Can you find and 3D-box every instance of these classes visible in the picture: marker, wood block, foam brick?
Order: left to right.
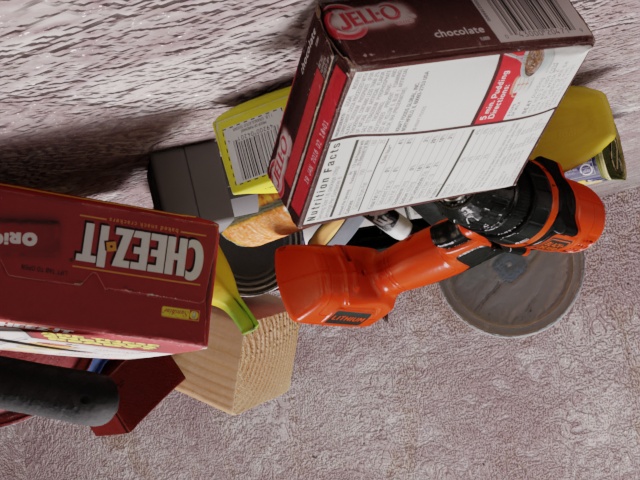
[{"bbox_3d":[-0.168,0.125,0.927,0.051,0.053,0.078,-15,-159,45],"label":"foam brick"},{"bbox_3d":[-0.131,0.078,1.004,0.206,0.090,0.090,18,-163,29],"label":"wood block"},{"bbox_3d":[0.036,-0.023,0.750,0.121,0.020,0.020,34,153,-23],"label":"marker"}]

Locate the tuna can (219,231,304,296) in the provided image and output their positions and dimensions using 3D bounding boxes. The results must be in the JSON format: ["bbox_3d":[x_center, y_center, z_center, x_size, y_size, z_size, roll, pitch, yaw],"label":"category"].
[{"bbox_3d":[-0.055,0.001,0.838,0.086,0.086,0.033,-14,178,3],"label":"tuna can"}]

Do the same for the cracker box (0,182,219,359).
[{"bbox_3d":[-0.160,0.022,0.586,0.164,0.072,0.214,9,169,-18],"label":"cracker box"}]

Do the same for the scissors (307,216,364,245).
[{"bbox_3d":[0.051,-0.056,0.791,0.202,0.016,0.096,-46,-160,37],"label":"scissors"}]

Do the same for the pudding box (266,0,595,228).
[{"bbox_3d":[0.042,-0.054,0.426,0.113,0.039,0.090,-10,146,-24],"label":"pudding box"}]

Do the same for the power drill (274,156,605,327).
[{"bbox_3d":[0.066,0.002,0.662,0.188,0.057,0.184,-21,162,31],"label":"power drill"}]

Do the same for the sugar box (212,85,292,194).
[{"bbox_3d":[0.026,-0.055,0.569,0.093,0.048,0.176,-16,174,23],"label":"sugar box"}]

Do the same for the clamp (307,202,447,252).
[{"bbox_3d":[0.109,-0.017,0.921,0.209,0.036,0.165,4,155,-16],"label":"clamp"}]

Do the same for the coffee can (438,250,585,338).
[{"bbox_3d":[0.145,0.019,0.808,0.103,0.103,0.140,-14,175,11],"label":"coffee can"}]

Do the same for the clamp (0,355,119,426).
[{"bbox_3d":[-0.178,0.065,0.522,0.171,0.039,0.120,11,166,-22],"label":"clamp"}]
